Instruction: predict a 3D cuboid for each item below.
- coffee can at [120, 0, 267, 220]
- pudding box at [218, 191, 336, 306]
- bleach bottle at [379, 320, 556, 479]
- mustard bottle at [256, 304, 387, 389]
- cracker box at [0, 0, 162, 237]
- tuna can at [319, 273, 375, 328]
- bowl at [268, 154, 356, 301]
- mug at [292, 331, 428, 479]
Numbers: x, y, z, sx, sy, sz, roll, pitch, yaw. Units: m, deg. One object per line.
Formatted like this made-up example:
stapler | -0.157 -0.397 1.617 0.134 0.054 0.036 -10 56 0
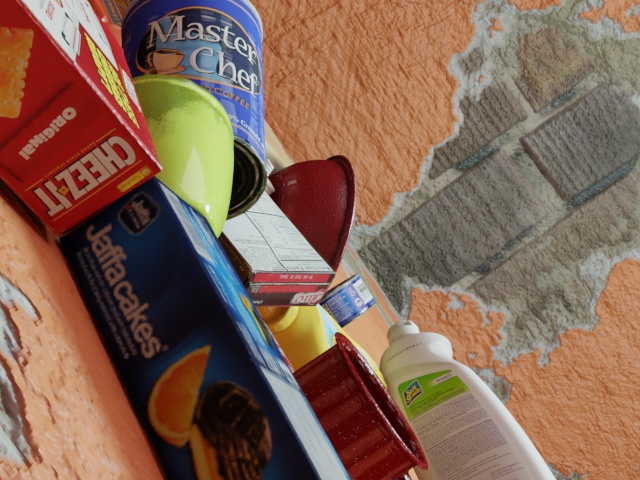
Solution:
coffee can | -0.089 -0.096 0.737 0.102 0.103 0.140 51 28 -49
pudding box | -0.055 0.001 0.781 0.089 0.039 0.114 5 38 -48
bleach bottle | 0.117 0.154 0.896 0.251 0.102 0.068 -115 -179 -50
mustard bottle | -0.008 0.085 0.860 0.191 0.058 0.096 51 12 -49
cracker box | -0.175 -0.126 0.519 0.213 0.072 0.164 54 5 -35
tuna can | 0.008 0.067 0.995 0.034 0.086 0.086 57 4 1
bowl | -0.029 -0.009 0.957 0.055 0.162 0.162 19 19 -21
mug | 0.009 0.123 0.611 0.117 0.081 0.093 56 4 4
